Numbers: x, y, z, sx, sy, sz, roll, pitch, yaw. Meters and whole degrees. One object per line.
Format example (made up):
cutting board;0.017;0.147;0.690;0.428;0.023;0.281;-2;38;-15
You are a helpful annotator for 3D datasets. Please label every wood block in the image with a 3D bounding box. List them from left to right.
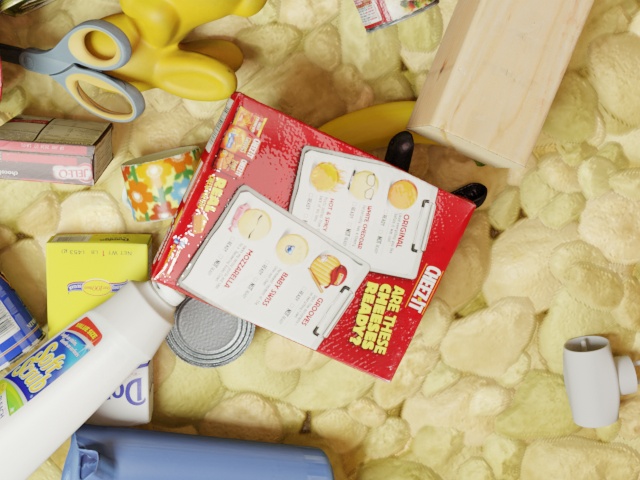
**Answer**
wood block;0.158;-0.173;0.893;0.090;0.091;0.206;23;91;-10

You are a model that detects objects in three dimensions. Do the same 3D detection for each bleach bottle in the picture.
bleach bottle;-0.213;0.112;0.922;0.251;0.103;0.068;-42;120;5

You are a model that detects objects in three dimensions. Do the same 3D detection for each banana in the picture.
banana;0.053;-0.088;0.955;0.197;0.037;0.069;-6;103;-1

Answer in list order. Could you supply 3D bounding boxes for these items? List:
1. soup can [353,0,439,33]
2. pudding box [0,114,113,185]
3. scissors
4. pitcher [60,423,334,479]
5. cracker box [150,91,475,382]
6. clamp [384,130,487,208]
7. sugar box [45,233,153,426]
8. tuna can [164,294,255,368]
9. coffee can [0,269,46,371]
soup can;0.051;-0.236;0.903;0.068;0.068;0.102;-24;103;3
pudding box;-0.227;-0.077;0.904;0.090;0.113;0.039;5;107;-4
scissors;-0.231;-0.163;0.886;0.202;0.016;0.096;28;132;9
pitcher;-0.117;0.243;0.980;0.242;0.149;0.145;6;97;-14
cracker box;-0.008;-0.004;0.869;0.213;0.072;0.164;24;96;-12
clamp;0.059;-0.018;0.956;0.171;0.039;0.120;-44;123;7
sugar box;-0.201;0.083;0.979;0.093;0.048;0.176;0;102;-2
tuna can;-0.103;0.072;0.987;0.086;0.034;0.086;-1;103;-3
coffee can;-0.322;0.053;0.933;0.103;0.103;0.140;-31;100;5
